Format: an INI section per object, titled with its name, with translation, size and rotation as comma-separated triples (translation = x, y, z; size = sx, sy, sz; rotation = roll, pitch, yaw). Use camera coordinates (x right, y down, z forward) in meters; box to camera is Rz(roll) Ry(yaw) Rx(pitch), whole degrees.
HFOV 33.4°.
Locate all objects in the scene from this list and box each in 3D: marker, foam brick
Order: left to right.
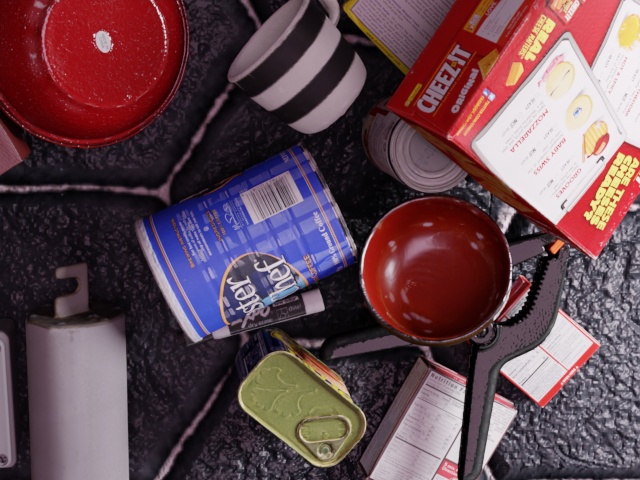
[foam brick]
translation = -0.263, -0.064, 0.792
size = 0.078, 0.053, 0.051
rotation = -32, 104, 0
[marker]
translation = -0.057, 0.064, 0.865
size = 0.121, 0.020, 0.020
rotation = -16, 103, -4

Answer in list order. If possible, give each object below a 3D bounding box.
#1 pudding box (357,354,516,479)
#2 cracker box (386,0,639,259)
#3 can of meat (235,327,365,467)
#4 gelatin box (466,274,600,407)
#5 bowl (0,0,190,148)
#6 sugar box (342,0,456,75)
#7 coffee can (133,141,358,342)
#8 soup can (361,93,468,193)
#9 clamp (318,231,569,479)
[pudding box]
translation = 0.098, 0.166, 0.898
size = 0.090, 0.039, 0.113
rotation = 28, 95, -12
[cracker box]
translation = 0.165, -0.103, 0.738
size = 0.213, 0.072, 0.164
rotation = 31, 94, -46
[can of meat]
translation = -0.019, 0.121, 0.848
size = 0.102, 0.084, 0.057
rotation = 40, 93, -14
[gelatin box]
translation = 0.177, 0.084, 0.896
size = 0.089, 0.030, 0.073
rotation = 40, 95, -14
[bowl]
translation = -0.160, -0.143, 0.763
size = 0.161, 0.055, 0.162
rotation = -7, 105, -27
[sugar box]
translation = 0.106, -0.201, 0.773
size = 0.093, 0.048, 0.176
rotation = 45, 120, -2
[coffee can]
translation = -0.055, 0.001, 0.808
size = 0.140, 0.103, 0.103
rotation = -26, 104, -2
[soup can]
translation = 0.073, -0.076, 0.811
size = 0.068, 0.102, 0.068
rotation = -2, 102, -8
[clamp]
translation = 0.112, 0.067, 0.843
size = 0.164, 0.036, 0.210
rotation = 35, 92, -7
